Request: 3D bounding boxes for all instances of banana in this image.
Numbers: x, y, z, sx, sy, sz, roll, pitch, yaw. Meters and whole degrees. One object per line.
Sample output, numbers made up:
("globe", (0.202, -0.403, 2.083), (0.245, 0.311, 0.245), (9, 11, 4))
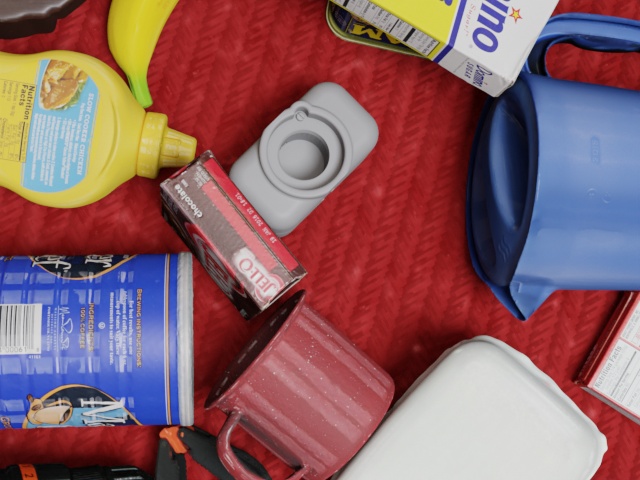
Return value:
("banana", (-0.075, -0.179, 0.692), (0.197, 0.037, 0.069), (-48, 116, -6))

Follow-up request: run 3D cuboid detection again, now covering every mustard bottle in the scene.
("mustard bottle", (-0.172, -0.071, 0.656), (0.191, 0.058, 0.096), (10, 93, -5))

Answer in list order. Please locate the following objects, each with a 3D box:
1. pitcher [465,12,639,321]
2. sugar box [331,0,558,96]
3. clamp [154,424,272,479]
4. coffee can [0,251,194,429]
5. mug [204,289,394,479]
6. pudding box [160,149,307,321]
("pitcher", (0.220, -0.039, 0.661), (0.242, 0.149, 0.145), (4, 41, -9))
("sugar box", (0.051, -0.167, 0.610), (0.176, 0.048, 0.093), (28, 82, -1))
("clamp", (-0.043, 0.186, 0.652), (0.120, 0.039, 0.171), (-19, 89, -5))
("coffee can", (-0.145, 0.059, 0.624), (0.140, 0.103, 0.103), (-1, 84, -6))
("mug", (-0.015, 0.098, 0.635), (0.081, 0.093, 0.117), (41, 52, -5))
("pudding box", (-0.054, 0.001, 0.634), (0.039, 0.113, 0.090), (-38, 89, -9))
